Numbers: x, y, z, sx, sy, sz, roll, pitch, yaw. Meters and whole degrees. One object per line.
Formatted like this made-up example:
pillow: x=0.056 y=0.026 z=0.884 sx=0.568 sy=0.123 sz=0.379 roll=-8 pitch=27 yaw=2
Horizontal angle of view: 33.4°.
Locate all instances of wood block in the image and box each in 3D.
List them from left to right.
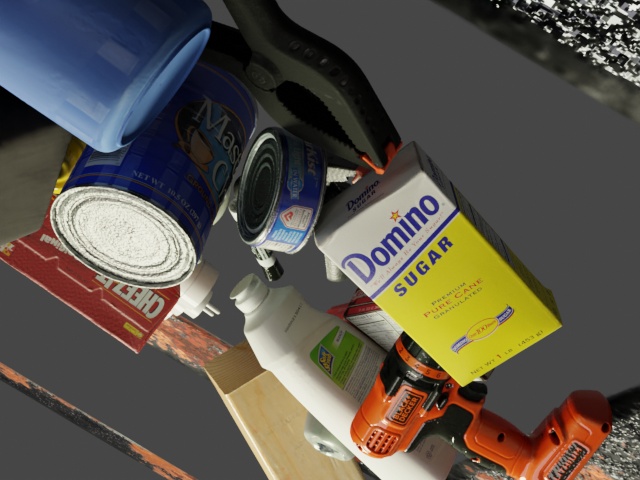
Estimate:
wood block: x=-0.033 y=0.208 z=1.165 sx=0.206 sy=0.090 sz=0.091 roll=63 pitch=169 yaw=-22

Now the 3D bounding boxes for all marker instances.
marker: x=-0.056 y=0.001 z=0.968 sx=0.020 sy=0.020 sz=0.121 roll=19 pitch=154 yaw=26

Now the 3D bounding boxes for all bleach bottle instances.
bleach bottle: x=0.021 y=0.117 z=0.956 sx=0.250 sy=0.102 sz=0.068 roll=45 pitch=132 yaw=-16

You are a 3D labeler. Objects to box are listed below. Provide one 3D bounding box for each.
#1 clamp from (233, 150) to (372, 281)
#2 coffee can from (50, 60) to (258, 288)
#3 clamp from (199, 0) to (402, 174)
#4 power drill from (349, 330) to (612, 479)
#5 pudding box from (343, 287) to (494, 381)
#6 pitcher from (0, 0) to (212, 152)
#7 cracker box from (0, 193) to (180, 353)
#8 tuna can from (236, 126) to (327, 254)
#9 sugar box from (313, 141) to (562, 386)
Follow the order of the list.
clamp: x=0.010 y=-0.022 z=0.814 sx=0.120 sy=0.039 sz=0.172 roll=40 pitch=155 yaw=-17
coffee can: x=-0.112 y=-0.053 z=0.742 sx=0.103 sy=0.140 sz=0.103 roll=12 pitch=142 yaw=9
clamp: x=-0.038 y=-0.117 z=0.685 sx=0.210 sy=0.036 sz=0.165 roll=42 pitch=156 yaw=-16
power drill: x=0.140 y=0.128 z=0.876 sx=0.187 sy=0.057 sz=0.185 roll=24 pitch=118 yaw=-9
pudding box: x=0.088 y=0.080 z=0.930 sx=0.113 sy=0.039 sz=0.090 roll=41 pitch=155 yaw=-19
pitcher: x=-0.186 y=-0.163 z=0.611 sx=0.243 sy=0.149 sz=0.145 roll=37 pitch=129 yaw=-2
cracker box: x=-0.209 y=-0.002 z=0.970 sx=0.164 sy=0.072 sz=0.214 roll=37 pitch=-175 yaw=-15
tuna can: x=-0.028 y=-0.035 z=0.742 sx=0.033 sy=0.086 sz=0.086 roll=11 pitch=165 yaw=-23
sugar box: x=0.084 y=0.021 z=0.752 sx=0.093 sy=0.048 sz=0.176 roll=-36 pitch=122 yaw=19
